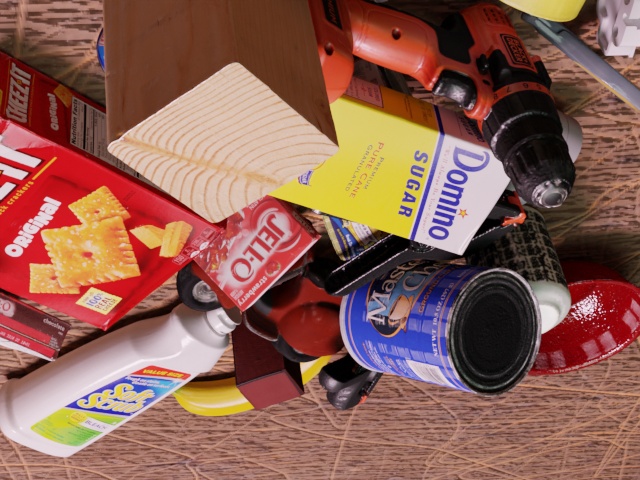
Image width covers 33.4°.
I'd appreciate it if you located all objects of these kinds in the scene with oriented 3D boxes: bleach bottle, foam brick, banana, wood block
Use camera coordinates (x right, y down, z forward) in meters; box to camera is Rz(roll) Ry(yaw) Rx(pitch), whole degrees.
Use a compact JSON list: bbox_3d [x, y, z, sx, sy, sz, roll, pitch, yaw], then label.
[{"bbox_3d":[-0.186,0.121,1.020,0.251,0.068,0.102,-32,138,22],"label":"bleach bottle"},{"bbox_3d":[-0.052,0.112,1.024,0.051,0.078,0.053,-19,139,12],"label":"foam brick"},{"bbox_3d":[-0.066,0.142,1.091,0.198,0.037,0.069,-19,142,11],"label":"banana"},{"bbox_3d":[-0.064,-0.127,0.614,0.090,0.206,0.090,-29,139,23],"label":"wood block"}]

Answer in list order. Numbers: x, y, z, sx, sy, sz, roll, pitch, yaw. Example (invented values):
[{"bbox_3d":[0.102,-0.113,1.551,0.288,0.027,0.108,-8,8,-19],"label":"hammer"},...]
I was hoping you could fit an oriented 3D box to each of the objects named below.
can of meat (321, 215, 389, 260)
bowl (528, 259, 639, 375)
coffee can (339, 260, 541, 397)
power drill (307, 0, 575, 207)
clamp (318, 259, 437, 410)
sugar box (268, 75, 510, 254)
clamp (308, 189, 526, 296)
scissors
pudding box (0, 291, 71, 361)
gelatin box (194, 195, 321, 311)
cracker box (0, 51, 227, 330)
[{"bbox_3d":[0.045,-0.032,0.881,0.084,0.057,0.102,-14,142,7],"label":"can of meat"},{"bbox_3d":[0.239,0.067,1.051,0.162,0.055,0.162,-6,142,-5],"label":"bowl"},{"bbox_3d":[0.097,0.068,0.890,0.102,0.103,0.141,21,171,-34],"label":"coffee can"},{"bbox_3d":[0.068,-0.103,0.692,0.187,0.184,0.057,11,132,-25],"label":"power drill"},{"bbox_3d":[0.040,0.120,1.035,0.164,0.036,0.210,-41,164,-31],"label":"clamp"},{"bbox_3d":[0.040,-0.057,0.744,0.176,0.048,0.093,18,125,-13],"label":"sugar box"},{"bbox_3d":[0.072,-0.004,0.842,0.171,0.039,0.120,-3,144,-4],"label":"clamp"},{"bbox_3d":[0.159,-0.158,0.768,0.201,0.096,0.016,37,105,-8],"label":"scissors"},{"bbox_3d":[-0.277,0.061,0.894,0.114,0.039,0.090,6,159,45],"label":"pudding box"},{"bbox_3d":[-0.056,0.001,0.871,0.089,0.073,0.030,-44,177,14],"label":"gelatin box"},{"bbox_3d":[-0.203,-0.027,0.818,0.164,0.072,0.213,-36,134,29],"label":"cracker box"}]
